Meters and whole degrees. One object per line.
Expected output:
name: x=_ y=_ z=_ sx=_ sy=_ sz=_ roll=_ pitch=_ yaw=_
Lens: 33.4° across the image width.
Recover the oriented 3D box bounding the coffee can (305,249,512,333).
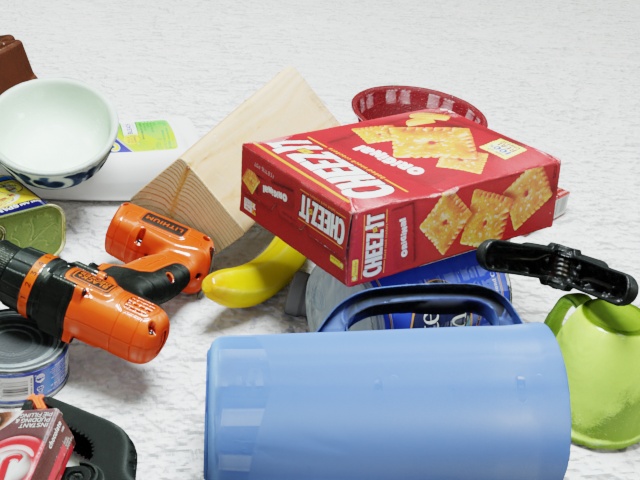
coffee can: x=0.073 y=0.051 z=0.888 sx=0.140 sy=0.103 sz=0.103 roll=-13 pitch=36 yaw=-32

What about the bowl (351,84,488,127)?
bowl: x=0.112 y=-0.127 z=1.252 sx=0.162 sy=0.055 sz=0.162 roll=6 pitch=30 yaw=-4

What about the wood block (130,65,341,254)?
wood block: x=-0.075 y=-0.074 z=1.024 sx=0.090 sy=0.091 sz=0.205 roll=50 pitch=42 yaw=-8

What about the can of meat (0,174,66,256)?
can of meat: x=-0.295 y=-0.015 z=0.962 sx=0.101 sy=0.057 sz=0.084 roll=-18 pitch=37 yaw=-39

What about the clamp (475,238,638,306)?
clamp: x=0.201 y=0.024 z=0.854 sx=0.120 sy=0.039 sz=0.171 roll=22 pitch=10 yaw=22

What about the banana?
banana: x=-0.048 y=0.015 z=0.961 sx=0.037 sy=0.069 sz=0.197 roll=-9 pitch=26 yaw=32

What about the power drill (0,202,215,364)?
power drill: x=-0.182 y=0.024 z=0.878 sx=0.184 sy=0.057 sz=0.187 roll=25 pitch=23 yaw=10

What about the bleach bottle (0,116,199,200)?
bleach bottle: x=-0.249 y=-0.076 z=1.075 sx=0.250 sy=0.068 sz=0.103 roll=-5 pitch=35 yaw=-16

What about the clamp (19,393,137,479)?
clamp: x=-0.163 y=0.172 z=0.689 sx=0.164 sy=0.036 sz=0.210 roll=-20 pitch=37 yaw=-29

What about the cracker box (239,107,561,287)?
cracker box: x=0.064 y=-0.047 z=0.886 sx=0.213 sy=0.072 sz=0.164 roll=-14 pitch=30 yaw=-31

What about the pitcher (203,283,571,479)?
pitcher: x=0.041 y=0.113 z=0.748 sx=0.242 sy=0.145 sz=0.149 roll=2 pitch=11 yaw=-5

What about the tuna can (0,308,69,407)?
tuna can: x=-0.236 y=0.088 z=0.819 sx=0.086 sy=0.034 sz=0.086 roll=6 pitch=30 yaw=-4

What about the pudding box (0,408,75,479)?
pudding box: x=-0.221 y=0.152 z=0.667 sx=0.114 sy=0.039 sz=0.090 roll=-8 pitch=35 yaw=14
